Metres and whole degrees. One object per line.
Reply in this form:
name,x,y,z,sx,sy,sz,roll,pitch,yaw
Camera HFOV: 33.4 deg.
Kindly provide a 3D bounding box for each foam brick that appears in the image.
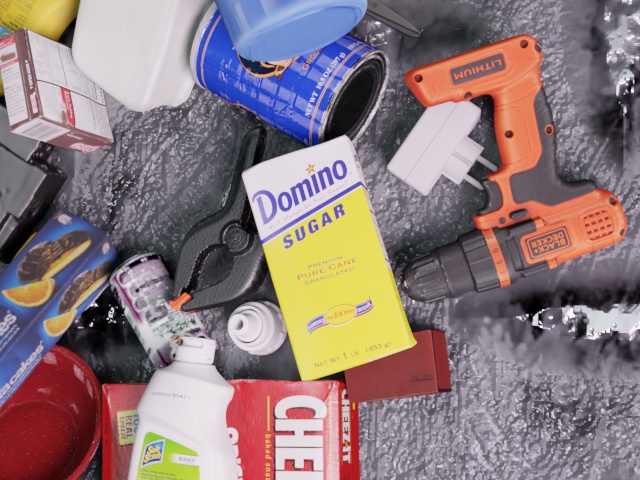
foam brick,0.063,0.104,0.879,0.078,0.051,0.053,-9,81,17

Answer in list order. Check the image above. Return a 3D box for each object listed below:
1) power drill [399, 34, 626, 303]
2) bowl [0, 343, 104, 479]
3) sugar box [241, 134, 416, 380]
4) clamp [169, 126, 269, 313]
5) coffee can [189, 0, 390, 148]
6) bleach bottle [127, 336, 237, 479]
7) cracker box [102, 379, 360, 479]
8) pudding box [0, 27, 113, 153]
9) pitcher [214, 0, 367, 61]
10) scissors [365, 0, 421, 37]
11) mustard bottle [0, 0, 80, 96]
power drill,0.130,-0.055,0.843,0.184,0.057,0.187,-19,99,2
bowl,-0.266,0.172,0.947,0.162,0.055,0.162,-2,58,3
sugar box,0.006,0.014,0.849,0.093,0.048,0.176,-19,83,7
clamp,-0.056,0.001,0.903,0.120,0.039,0.171,35,94,22
coffee can,-0.026,-0.147,0.915,0.140,0.102,0.103,31,93,19
bleach bottle,-0.103,0.202,0.838,0.103,0.068,0.251,4,83,16
cracker box,-0.077,0.200,0.901,0.214,0.072,0.164,-3,82,17
pudding box,-0.242,-0.135,0.979,0.039,0.113,0.090,-19,77,20
pitcher,-0.041,-0.271,0.824,0.149,0.144,0.243,-24,81,31
scissors,-0.008,-0.222,0.964,0.096,0.016,0.202,-41,72,6
mustard bottle,-0.298,-0.201,1.035,0.096,0.058,0.191,35,94,18
